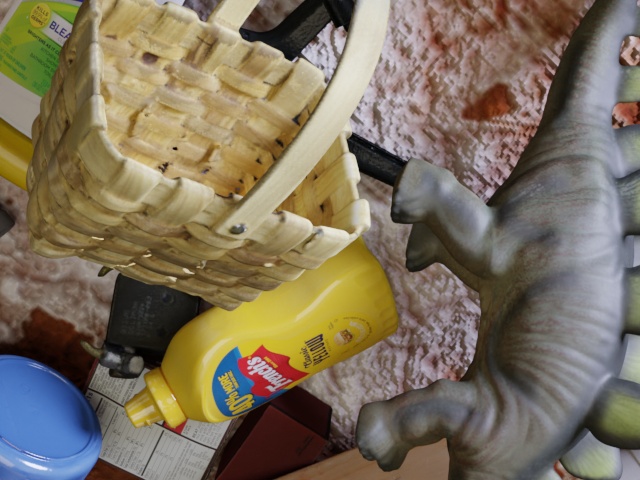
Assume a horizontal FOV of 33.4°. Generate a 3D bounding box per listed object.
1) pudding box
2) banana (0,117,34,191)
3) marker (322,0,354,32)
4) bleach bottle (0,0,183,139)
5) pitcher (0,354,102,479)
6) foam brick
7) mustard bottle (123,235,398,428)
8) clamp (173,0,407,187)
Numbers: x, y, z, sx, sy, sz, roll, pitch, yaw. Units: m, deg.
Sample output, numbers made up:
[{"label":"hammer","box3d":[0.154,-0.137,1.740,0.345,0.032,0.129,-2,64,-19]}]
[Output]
[{"label":"pudding box","box3d":[-0.123,0.130,0.791,0.113,0.039,0.090,27,108,-2]},{"label":"banana","box3d":[-0.171,-0.039,0.727,0.198,0.069,0.037,28,84,-2]},{"label":"marker","box3d":[-0.009,-0.184,0.660,0.020,0.020,0.121,-28,103,11]},{"label":"bleach bottle","box3d":[-0.127,-0.182,0.679,0.103,0.068,0.251,35,100,22]},{"label":"pitcher","box3d":[-0.267,0.196,0.749,0.145,0.149,0.243,38,113,-3]},{"label":"foam brick","box3d":[-0.034,0.150,0.784,0.053,0.051,0.078,33,107,-7]},{"label":"mustard bottle","box3d":[-0.043,0.072,0.717,0.191,0.058,0.096,-28,145,-7]},{"label":"clamp","box3d":[-0.035,-0.112,0.711,0.210,0.036,0.164,-1,107,4]}]
